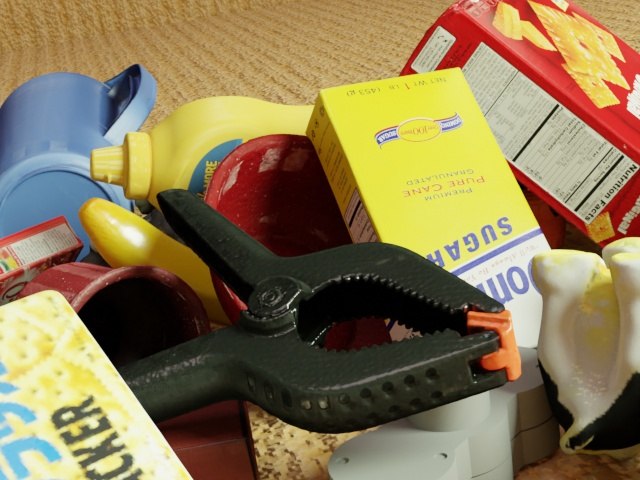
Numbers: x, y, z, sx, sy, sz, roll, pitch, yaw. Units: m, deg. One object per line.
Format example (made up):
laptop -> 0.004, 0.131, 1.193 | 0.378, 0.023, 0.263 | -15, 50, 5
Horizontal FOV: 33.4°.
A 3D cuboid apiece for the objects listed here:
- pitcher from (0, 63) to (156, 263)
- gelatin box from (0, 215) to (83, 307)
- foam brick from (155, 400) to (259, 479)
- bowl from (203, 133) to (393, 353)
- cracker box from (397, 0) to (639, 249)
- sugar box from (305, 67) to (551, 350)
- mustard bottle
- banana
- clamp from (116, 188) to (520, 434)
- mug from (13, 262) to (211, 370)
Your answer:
pitcher -> -0.206, -0.059, 0.883 | 0.145, 0.149, 0.243 | 0, 20, -12
gelatin box -> -0.207, 0.028, 0.717 | 0.073, 0.030, 0.089 | -26, -16, -43
foam brick -> -0.055, 0.098, 0.477 | 0.051, 0.053, 0.078 | -10, 17, -5
bowl -> -0.003, 0.020, 0.598 | 0.161, 0.162, 0.055 | -28, -14, -46
cracker box -> 0.175, -0.082, 0.693 | 0.214, 0.072, 0.164 | 40, 33, 8
sugar box -> 0.065, -0.009, 0.580 | 0.093, 0.048, 0.176 | -13, 61, -19
mustard bottle -> -0.045, -0.044, 0.661 | 0.191, 0.096, 0.058 | 1, 47, -16
banana -> -0.051, 0.019, 0.647 | 0.197, 0.069, 0.037 | 6, -10, -26
clamp -> -0.025, 0.043, 0.445 | 0.210, 0.036, 0.164 | 8, 46, 30
mug -> -0.110, 0.058, 0.584 | 0.117, 0.093, 0.082 | 15, -5, -39
